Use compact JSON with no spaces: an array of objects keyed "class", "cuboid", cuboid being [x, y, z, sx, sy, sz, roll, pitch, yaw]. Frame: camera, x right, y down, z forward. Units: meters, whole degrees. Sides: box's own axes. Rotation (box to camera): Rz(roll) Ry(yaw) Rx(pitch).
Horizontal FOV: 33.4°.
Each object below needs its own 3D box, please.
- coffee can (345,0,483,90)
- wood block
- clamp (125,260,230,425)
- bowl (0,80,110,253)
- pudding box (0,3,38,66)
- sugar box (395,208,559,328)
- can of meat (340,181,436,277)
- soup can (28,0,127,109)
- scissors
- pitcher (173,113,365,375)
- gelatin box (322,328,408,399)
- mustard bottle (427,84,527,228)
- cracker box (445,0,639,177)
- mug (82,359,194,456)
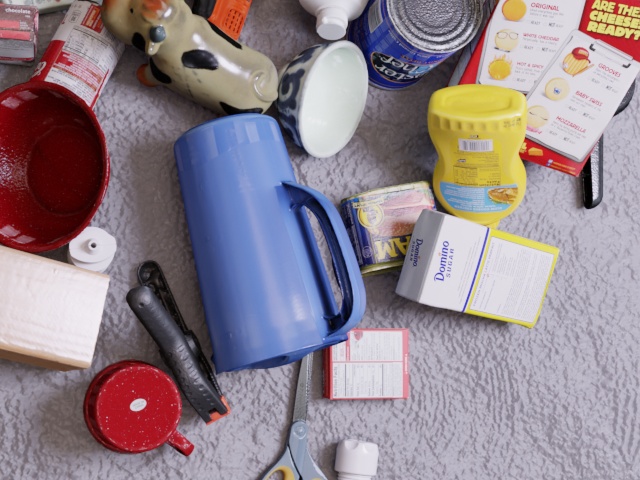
[{"class":"coffee can","cuboid":[0.094,-0.224,1.110,0.102,0.140,0.103,2,82,-15]},{"class":"wood block","cuboid":[-0.309,0.053,0.964,0.205,0.091,0.090,18,74,-28]},{"class":"clamp","cuboid":[-0.139,0.097,1.042,0.039,0.120,0.171,-22,111,6]},{"class":"bowl","cuboid":[-0.259,-0.068,1.019,0.162,0.055,0.162,0,89,20]},{"class":"pudding box","cuboid":[-0.315,-0.197,1.013,0.090,0.114,0.039,3,85,-15]},{"class":"sugar box","cuboid":[0.164,0.030,1.103,0.175,0.048,0.093,15,93,-35]},{"class":"can of meat","cuboid":[0.077,-0.012,1.123,0.102,0.057,0.084,-10,83,-17]},{"class":"soup can","cuboid":[-0.237,-0.179,1.055,0.068,0.069,0.102,27,76,-10]},{"class":"scissors","cuboid":[-0.008,0.209,1.092,0.096,0.016,0.201,25,77,-12]},{"class":"pitcher","cuboid":[-0.057,0.001,1.042,0.149,0.145,0.243,-14,83,-10]},{"class":"gelatin box","cuboid":[0.046,0.128,1.110,0.089,0.030,0.073,1,84,-15]},{"class":"mustard bottle","cuboid":[0.164,-0.071,1.102,0.096,0.191,0.058,2,48,12]},{"class":"cracker box","cuboid":[0.234,-0.188,1.088,0.164,0.214,0.072,18,35,-8]},{"class":"mug","cuboid":[-0.169,0.167,1.020,0.117,0.082,0.093,42,75,-6]}]
